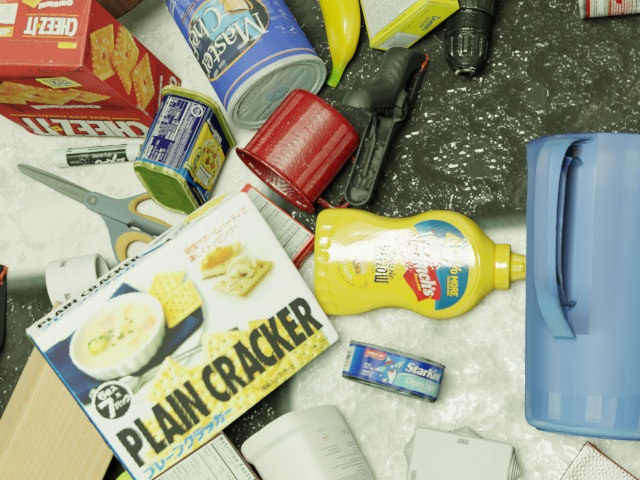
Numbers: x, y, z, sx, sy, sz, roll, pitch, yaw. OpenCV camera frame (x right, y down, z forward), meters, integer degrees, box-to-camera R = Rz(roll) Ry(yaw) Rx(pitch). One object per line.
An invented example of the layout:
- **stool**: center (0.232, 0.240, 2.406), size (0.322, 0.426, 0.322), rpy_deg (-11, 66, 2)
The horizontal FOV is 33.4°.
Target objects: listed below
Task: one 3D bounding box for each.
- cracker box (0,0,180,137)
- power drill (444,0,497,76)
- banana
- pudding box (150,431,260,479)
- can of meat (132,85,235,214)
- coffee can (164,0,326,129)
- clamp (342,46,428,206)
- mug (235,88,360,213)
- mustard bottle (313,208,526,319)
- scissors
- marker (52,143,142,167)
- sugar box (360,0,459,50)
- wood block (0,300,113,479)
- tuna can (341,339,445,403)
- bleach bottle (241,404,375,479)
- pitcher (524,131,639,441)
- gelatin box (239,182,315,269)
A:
- **cracker box**: center (-0.244, -0.154, 0.984), size (0.164, 0.213, 0.072), rpy_deg (4, 79, 14)
- **power drill**: center (0.184, -0.249, 0.945), size (0.188, 0.057, 0.184), rpy_deg (-9, 74, 48)
- **banana**: center (-0.003, -0.250, 1.036), size (0.070, 0.037, 0.198), rpy_deg (-30, 69, 29)
- **pudding box**: center (-0.098, 0.223, 0.861), size (0.113, 0.039, 0.090), rpy_deg (-31, 62, -21)
- **can of meat**: center (-0.127, -0.080, 0.991), size (0.057, 0.102, 0.084), rpy_deg (15, 70, 15)
- **coffee can**: center (-0.072, -0.192, 1.012), size (0.103, 0.102, 0.140), rpy_deg (-31, 72, 4)
- **clamp**: center (0.057, -0.112, 0.966), size (0.039, 0.120, 0.171), rpy_deg (21, 39, 16)
- **mug**: center (-0.009, -0.077, 0.985), size (0.117, 0.093, 0.081), rpy_deg (40, 82, -13)
- **mustard bottle**: center (0.092, 0.021, 0.945), size (0.192, 0.058, 0.096), rpy_deg (2, 92, 12)
- **scissors**: center (-0.220, -0.018, 1.049), size (0.202, 0.016, 0.096), rpy_deg (9, 77, 15)
- **marker**: center (-0.207, -0.086, 1.061), size (0.121, 0.020, 0.020), rpy_deg (-4, 76, 12)
- **sugar box**: center (0.071, -0.277, 1.007), size (0.094, 0.048, 0.176), rpy_deg (-30, 63, 51)
- **wood block**: center (-0.233, 0.168, 0.954), size (0.090, 0.090, 0.206), rpy_deg (26, 82, -21)
- **tuna can**: center (0.062, 0.113, 0.917), size (0.086, 0.086, 0.034), rpy_deg (13, 81, 15)
- **bleach bottle**: center (0.034, 0.260, 0.880), size (0.068, 0.102, 0.251), rpy_deg (-39, 70, 24)
- **pitcher**: center (0.222, 0.035, 0.865), size (0.149, 0.145, 0.243), rpy_deg (6, 84, -7)
- **gelatin box**: center (-0.056, 0.001, 1.000), size (0.089, 0.030, 0.073), rpy_deg (38, 86, 17)
